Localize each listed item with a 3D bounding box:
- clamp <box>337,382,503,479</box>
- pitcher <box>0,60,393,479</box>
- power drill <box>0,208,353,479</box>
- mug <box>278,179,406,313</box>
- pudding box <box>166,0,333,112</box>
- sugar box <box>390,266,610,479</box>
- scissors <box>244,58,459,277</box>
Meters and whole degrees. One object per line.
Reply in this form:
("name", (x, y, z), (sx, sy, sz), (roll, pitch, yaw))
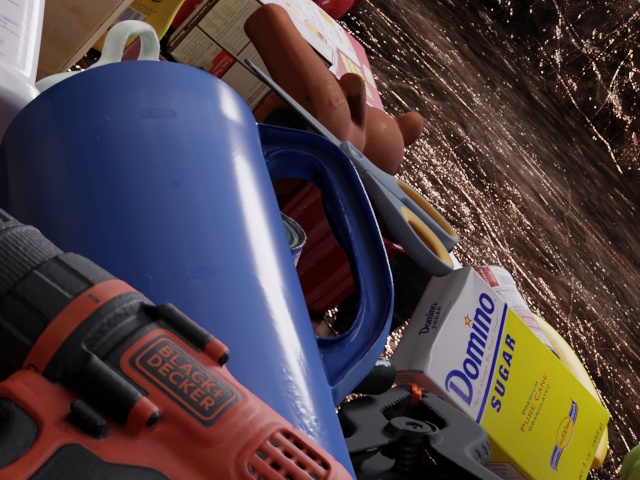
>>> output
("clamp", (0.040, 0.121, 0.603), (0.164, 0.036, 0.210), (9, 9, -2))
("pitcher", (-0.053, 0.043, 0.469), (0.144, 0.149, 0.243), (26, 32, -44))
("power drill", (-0.105, 0.074, 0.305), (0.184, 0.057, 0.187), (34, 45, 16))
("mug", (-0.003, -0.010, 0.743), (0.117, 0.082, 0.093), (39, 22, -21))
("pudding box", (-0.058, -0.157, 0.890), (0.113, 0.090, 0.039), (38, 23, -23))
("sugar box", (0.130, 0.110, 0.762), (0.176, 0.048, 0.093), (45, 57, -25))
("scissors", (0.027, -0.041, 0.715), (0.201, 0.016, 0.096), (36, 23, -29))
